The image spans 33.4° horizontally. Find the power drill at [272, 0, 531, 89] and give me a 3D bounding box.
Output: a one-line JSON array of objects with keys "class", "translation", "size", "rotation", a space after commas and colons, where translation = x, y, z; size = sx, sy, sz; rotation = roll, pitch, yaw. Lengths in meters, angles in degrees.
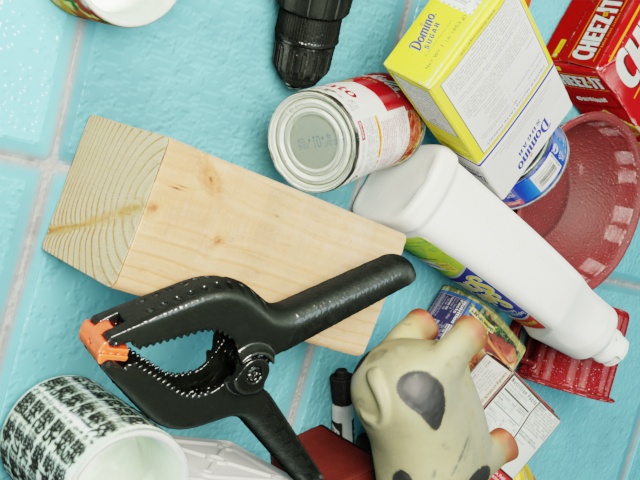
[{"class": "power drill", "translation": [0.060, -0.188, 0.705], "size": [0.187, 0.057, 0.185], "rotation": [-7, 126, -30]}]

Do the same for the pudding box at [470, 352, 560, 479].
[{"class": "pudding box", "translation": [0.127, 0.157, 0.843], "size": [0.113, 0.039, 0.090], "rotation": [-50, 129, -5]}]

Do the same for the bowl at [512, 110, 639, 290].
[{"class": "bowl", "translation": [0.205, -0.033, 0.911], "size": [0.161, 0.055, 0.162], "rotation": [-12, 110, -35]}]

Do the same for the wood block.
[{"class": "wood block", "translation": [-0.055, 0.002, 0.678], "size": [0.205, 0.091, 0.090], "rotation": [20, 91, -43]}]

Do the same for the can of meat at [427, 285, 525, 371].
[{"class": "can of meat", "translation": [0.115, 0.098, 0.880], "size": [0.084, 0.058, 0.102], "rotation": [-56, 131, -15]}]

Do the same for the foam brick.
[{"class": "foam brick", "translation": [0.007, 0.182, 0.800], "size": [0.051, 0.078, 0.053], "rotation": [-19, 116, -37]}]

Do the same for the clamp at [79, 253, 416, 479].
[{"class": "clamp", "translation": [-0.047, 0.079, 0.632], "size": [0.209, 0.036, 0.165], "rotation": [4, 111, -38]}]

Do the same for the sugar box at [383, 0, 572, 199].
[{"class": "sugar box", "translation": [0.112, -0.105, 0.727], "size": [0.093, 0.048, 0.176], "rotation": [-53, 150, -4]}]

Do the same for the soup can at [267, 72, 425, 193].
[{"class": "soup can", "translation": [0.019, -0.073, 0.711], "size": [0.102, 0.069, 0.068], "rotation": [-25, 122, -57]}]

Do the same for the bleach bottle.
[{"class": "bleach bottle", "translation": [0.146, 0.024, 0.805], "size": [0.250, 0.103, 0.068], "rotation": [35, 79, -22]}]

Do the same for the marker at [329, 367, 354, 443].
[{"class": "marker", "translation": [0.018, 0.156, 0.840], "size": [0.020, 0.020, 0.121], "rotation": [-17, 114, -36]}]

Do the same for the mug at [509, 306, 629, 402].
[{"class": "mug", "translation": [0.216, 0.090, 0.948], "size": [0.117, 0.093, 0.081], "rotation": [16, 89, -23]}]

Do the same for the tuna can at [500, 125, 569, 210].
[{"class": "tuna can", "translation": [0.147, -0.068, 0.830], "size": [0.033, 0.086, 0.086], "rotation": [39, 78, -44]}]
